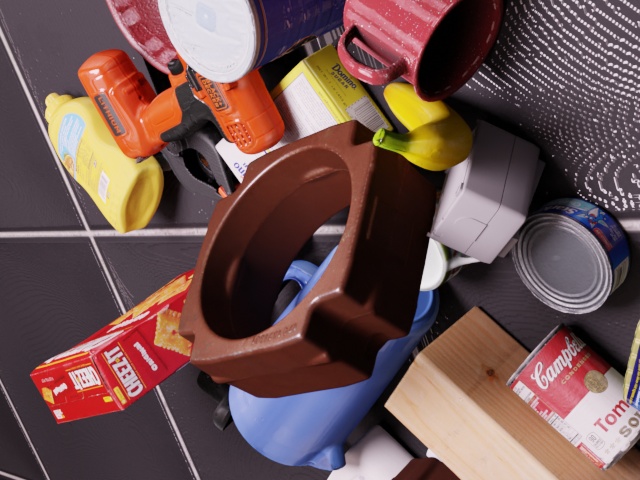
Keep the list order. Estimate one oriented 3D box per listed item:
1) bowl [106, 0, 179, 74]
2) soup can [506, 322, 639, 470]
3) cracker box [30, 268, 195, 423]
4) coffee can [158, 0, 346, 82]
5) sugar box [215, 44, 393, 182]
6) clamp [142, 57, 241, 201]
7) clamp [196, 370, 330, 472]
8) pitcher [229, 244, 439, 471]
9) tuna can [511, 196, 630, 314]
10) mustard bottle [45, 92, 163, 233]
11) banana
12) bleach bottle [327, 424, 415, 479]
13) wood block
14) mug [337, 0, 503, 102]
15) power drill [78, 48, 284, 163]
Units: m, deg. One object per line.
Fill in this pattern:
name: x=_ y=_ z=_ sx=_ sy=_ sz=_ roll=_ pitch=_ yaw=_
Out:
bowl: x=-0.125 y=-0.229 z=0.955 sx=0.162 sy=0.055 sz=0.162 roll=27 pitch=137 yaw=29
soup can: x=0.208 y=0.124 z=0.847 sx=0.102 sy=0.068 sz=0.069 roll=42 pitch=141 yaw=16
cracker box: x=-0.180 y=0.102 z=1.132 sx=0.164 sy=0.213 sz=0.072 roll=-21 pitch=100 yaw=52
coffee can: x=-0.039 y=-0.194 z=0.821 sx=0.103 sy=0.140 sz=0.103 roll=28 pitch=135 yaw=32
sugar box: x=-0.019 y=-0.091 z=0.955 sx=0.093 sy=0.048 sz=0.177 roll=55 pitch=146 yaw=-2
clamp: x=-0.134 y=-0.110 z=1.047 sx=0.171 sy=0.039 sz=0.120 roll=39 pitch=139 yaw=12
clamp: x=-0.073 y=0.186 z=1.180 sx=0.164 sy=0.036 sz=0.210 roll=30 pitch=-179 yaw=-26
pitcher: x=0.007 y=0.095 z=1.005 sx=0.149 sy=0.145 sz=0.243 roll=24 pitch=137 yaw=-8
tuna can: x=0.190 y=0.011 z=0.811 sx=0.086 sy=0.033 sz=0.086 roll=28 pitch=135 yaw=32
mustard bottle: x=-0.247 y=-0.101 z=1.169 sx=0.192 sy=0.058 sz=0.096 roll=45 pitch=137 yaw=28
banana: x=0.078 y=-0.085 z=0.782 sx=0.069 sy=0.197 sz=0.037 roll=33 pitch=105 yaw=-5
bleach bottle: x=0.121 y=0.305 z=1.082 sx=0.251 sy=0.068 sz=0.103 roll=42 pitch=140 yaw=14
wood block: x=0.169 y=0.167 z=0.904 sx=0.206 sy=0.090 sz=0.090 roll=43 pitch=140 yaw=17
mug: x=0.063 y=-0.153 z=0.767 sx=0.082 sy=0.117 sz=0.093 roll=40 pitch=158 yaw=27
power drill: x=-0.133 y=-0.149 z=0.932 sx=0.188 sy=0.057 sz=0.184 roll=-8 pitch=115 yaw=48
